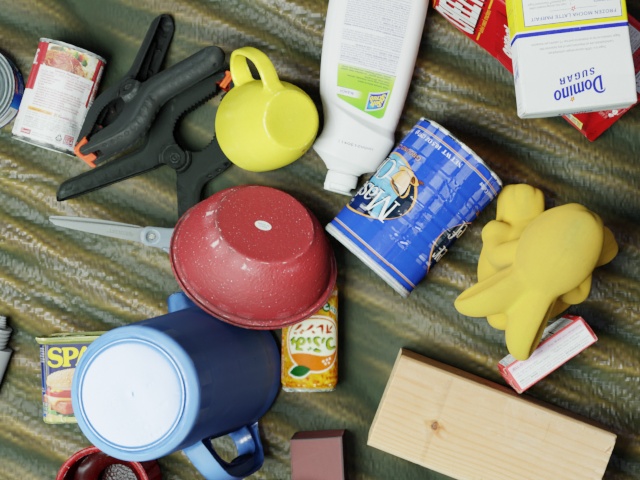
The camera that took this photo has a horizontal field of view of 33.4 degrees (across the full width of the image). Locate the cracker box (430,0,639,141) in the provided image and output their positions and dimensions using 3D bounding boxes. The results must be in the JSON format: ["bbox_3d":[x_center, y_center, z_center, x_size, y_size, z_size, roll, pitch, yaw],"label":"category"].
[{"bbox_3d":[0.203,-0.192,0.975,0.214,0.164,0.072,40,89,5],"label":"cracker box"}]

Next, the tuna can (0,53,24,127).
[{"bbox_3d":[-0.346,-0.153,1.081,0.086,0.033,0.086,0,88,5],"label":"tuna can"}]

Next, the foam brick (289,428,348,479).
[{"bbox_3d":[0.000,0.225,1.028,0.051,0.053,0.078,-3,88,4],"label":"foam brick"}]

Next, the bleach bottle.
[{"bbox_3d":[0.039,-0.170,1.038,0.102,0.068,0.251,14,91,5],"label":"bleach bottle"}]

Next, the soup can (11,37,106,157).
[{"bbox_3d":[-0.259,-0.141,1.057,0.068,0.068,0.102,17,90,5],"label":"soup can"}]

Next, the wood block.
[{"bbox_3d":[0.157,0.180,0.999,0.206,0.090,0.091,21,90,5],"label":"wood block"}]

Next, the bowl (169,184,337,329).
[{"bbox_3d":[-0.056,0.001,0.986,0.162,0.055,0.162,8,50,-10],"label":"bowl"}]

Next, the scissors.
[{"bbox_3d":[-0.154,0.015,1.026,0.201,0.016,0.096,-6,94,-17],"label":"scissors"}]

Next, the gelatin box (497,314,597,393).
[{"bbox_3d":[0.211,0.106,1.006,0.089,0.073,0.030,-36,86,2],"label":"gelatin box"}]

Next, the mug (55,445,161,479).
[{"bbox_3d":[-0.208,0.247,1.029,0.093,0.081,0.117,40,91,5],"label":"mug"}]

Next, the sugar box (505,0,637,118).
[{"bbox_3d":[0.199,-0.191,0.870,0.093,0.048,0.176,-5,91,3],"label":"sugar box"}]

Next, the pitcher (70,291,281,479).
[{"bbox_3d":[-0.120,0.133,0.946,0.149,0.242,0.145,20,92,11],"label":"pitcher"}]

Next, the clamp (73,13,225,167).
[{"bbox_3d":[-0.178,-0.149,1.042,0.171,0.120,0.039,-41,130,1],"label":"clamp"}]

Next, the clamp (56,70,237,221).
[{"bbox_3d":[-0.137,-0.071,1.059,0.164,0.036,0.210,40,91,-1],"label":"clamp"}]

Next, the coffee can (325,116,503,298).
[{"bbox_3d":[0.088,-0.031,1.007,0.103,0.103,0.140,41,91,5],"label":"coffee can"}]

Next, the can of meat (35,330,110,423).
[{"bbox_3d":[-0.224,0.133,1.047,0.102,0.057,0.084,-3,90,8],"label":"can of meat"}]
